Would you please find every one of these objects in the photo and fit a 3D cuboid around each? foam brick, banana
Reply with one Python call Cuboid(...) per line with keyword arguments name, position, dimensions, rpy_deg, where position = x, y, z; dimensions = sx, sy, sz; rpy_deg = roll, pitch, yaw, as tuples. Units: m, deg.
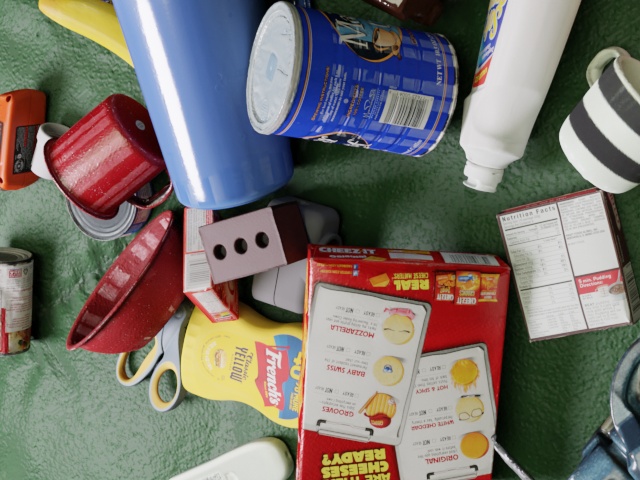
Cuboid(name="foam brick", position=(-0.056, 0.001, 0.916), dimensions=(0.078, 0.051, 0.053), rpy_deg=(-16, 91, 28))
Cuboid(name="banana", position=(-0.168, -0.162, 0.979), dimensions=(0.070, 0.037, 0.197), rpy_deg=(-38, 110, 9))

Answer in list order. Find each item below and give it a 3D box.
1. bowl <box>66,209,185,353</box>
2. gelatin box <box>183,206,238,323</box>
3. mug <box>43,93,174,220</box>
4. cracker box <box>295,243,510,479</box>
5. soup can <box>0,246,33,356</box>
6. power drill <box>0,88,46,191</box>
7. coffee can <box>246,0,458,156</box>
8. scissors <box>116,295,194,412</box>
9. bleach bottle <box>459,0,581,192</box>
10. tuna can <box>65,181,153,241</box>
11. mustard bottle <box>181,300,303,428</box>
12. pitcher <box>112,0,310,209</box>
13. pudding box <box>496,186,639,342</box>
Cuboid(name="bowl", position=(-0.169, 0.051, 1.006), dimensions=(0.055, 0.162, 0.162), rpy_deg=(38, 117, -16))
Cuboid(name="gelatin box", position=(-0.098, 0.020, 0.968), dimensions=(0.030, 0.073, 0.089), rpy_deg=(-9, 61, 12))
Cuboid(name="mug", position=(-0.182, -0.072, 0.975), dimensions=(0.082, 0.093, 0.117), rpy_deg=(-36, 124, 19))
Cuboid(name="cracker box", position=(0.065, 0.114, 0.898), dimensions=(0.164, 0.072, 0.214), rpy_deg=(2, 102, -2))
Cuboid(name="soup can", position=(-0.337, 0.063, 1.120), dimensions=(0.069, 0.068, 0.102), rpy_deg=(11, 103, 24))
Cuboid(name="power drill", position=(-0.374, -0.137, 1.110), dimensions=(0.188, 0.057, 0.184), rpy_deg=(16, 109, 26))
Cuboid(name="coffee can", position=(0.024, -0.126, 0.850), dimensions=(0.103, 0.140, 0.103), rpy_deg=(-174, 90, -67))
Cuboid(name="scissors", position=(-0.130, 0.090, 1.046), dimensions=(0.202, 0.016, 0.096), rpy_deg=(-44, 68, 25))
Cuboid(name="bleach bottle", position=(0.157, -0.158, 0.819), dimensions=(0.068, 0.102, 0.251), rpy_deg=(11, 107, -7))
Cuboid(name="tuna can", position=(-0.208, -0.044, 1.056), dimensions=(0.086, 0.033, 0.086), rpy_deg=(5, 101, 25))
Cuboid(name="mustard bottle", position=(-0.034, 0.120, 0.986), dimensions=(0.192, 0.058, 0.096), rpy_deg=(16, 101, 23))
Cuboid(name="pitcher", position=(-0.089, -0.158, 0.917), dimensions=(0.149, 0.144, 0.243), rpy_deg=(-5, 110, 23))
Cuboid(name="pudding box", position=(0.201, 0.019, 0.863), dimensions=(0.090, 0.039, 0.113), rpy_deg=(-13, 91, 28))
